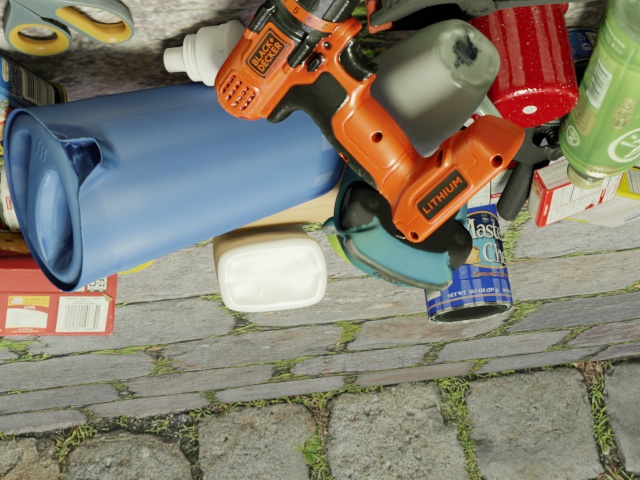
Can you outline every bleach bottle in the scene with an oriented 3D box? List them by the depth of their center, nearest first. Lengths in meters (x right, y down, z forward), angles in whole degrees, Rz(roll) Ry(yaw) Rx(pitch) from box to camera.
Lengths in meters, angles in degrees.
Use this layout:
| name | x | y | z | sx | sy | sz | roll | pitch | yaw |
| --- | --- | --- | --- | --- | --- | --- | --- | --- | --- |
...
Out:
| name | x | y | z | sx | sy | sz | roll | pitch | yaw |
| --- | --- | --- | --- | --- | --- | --- | --- | --- | --- |
| bleach bottle | -0.057 | 0.001 | 1.073 | 0.102 | 0.068 | 0.251 | -6 | -165 | -4 |

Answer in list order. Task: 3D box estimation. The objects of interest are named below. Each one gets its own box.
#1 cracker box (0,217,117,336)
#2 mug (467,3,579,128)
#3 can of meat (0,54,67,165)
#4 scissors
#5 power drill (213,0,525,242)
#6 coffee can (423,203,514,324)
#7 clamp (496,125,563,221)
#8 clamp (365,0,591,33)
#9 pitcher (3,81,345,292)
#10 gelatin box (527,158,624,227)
| name | x | y | z | sx | sy | sz | roll | pitch | yaw |
| --- | --- | --- | --- | --- | --- | --- | --- | --- | --- |
| cracker box | -0.299 | 0.021 | 1.003 | 0.163 | 0.072 | 0.214 | 2 | -163 | -27 |
| mug | 0.140 | -0.131 | 0.814 | 0.117 | 0.081 | 0.093 | -20 | 160 | 40 |
| can of meat | -0.255 | -0.099 | 0.799 | 0.102 | 0.057 | 0.083 | -14 | 161 | 20 |
| scissors | -0.207 | -0.157 | 0.682 | 0.096 | 0.016 | 0.201 | -18 | 162 | 33 |
| power drill | 0.039 | -0.103 | 0.690 | 0.185 | 0.187 | 0.057 | -46 | -178 | 42 |
| coffee can | 0.167 | 0.020 | 1.264 | 0.103 | 0.140 | 0.103 | -7 | 165 | -2 |
| clamp | 0.232 | -0.100 | 1.018 | 0.164 | 0.036 | 0.210 | -26 | 151 | 5 |
| clamp | 0.109 | -0.176 | 0.717 | 0.171 | 0.039 | 0.120 | -11 | 164 | 13 |
| pitcher | -0.109 | -0.054 | 0.813 | 0.242 | 0.145 | 0.149 | -18 | -146 | -32 |
| gelatin box | 0.249 | -0.055 | 1.041 | 0.089 | 0.030 | 0.073 | -21 | 153 | -6 |
